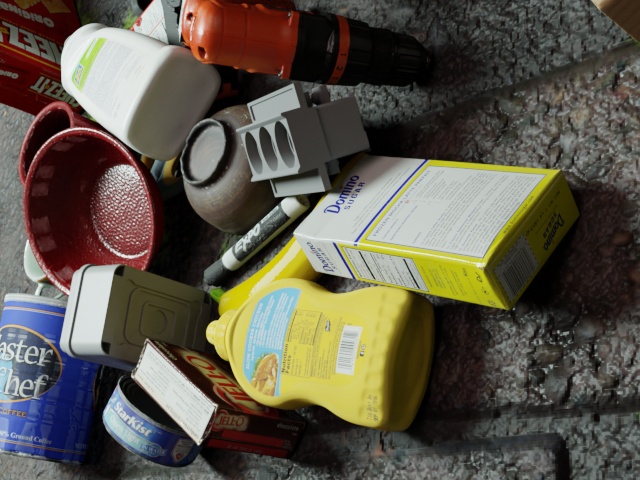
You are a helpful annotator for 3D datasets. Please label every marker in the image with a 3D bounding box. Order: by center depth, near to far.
[{"bbox_3d":[-0.056,0.001,0.890,0.121,0.020,0.020,-40,50,27],"label":"marker"}]

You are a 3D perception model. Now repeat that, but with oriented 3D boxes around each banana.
[{"bbox_3d":[-0.024,0.012,0.841,0.198,0.037,0.070,-40,52,27],"label":"banana"}]

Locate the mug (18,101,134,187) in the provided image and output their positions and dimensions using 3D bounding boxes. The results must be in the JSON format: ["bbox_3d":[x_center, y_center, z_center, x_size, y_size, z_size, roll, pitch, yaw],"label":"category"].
[{"bbox_3d":[-0.247,-0.071,1.064,0.117,0.081,0.093,-55,45,14],"label":"mug"}]

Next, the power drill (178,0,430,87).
[{"bbox_3d":[-0.027,-0.162,0.845,0.188,0.184,0.057,-142,61,-65],"label":"power drill"}]

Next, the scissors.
[{"bbox_3d":[-0.158,-0.024,1.006,0.096,0.016,0.202,10,82,46],"label":"scissors"}]

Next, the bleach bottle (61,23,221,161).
[{"bbox_3d":[-0.187,-0.160,1.008,0.102,0.068,0.251,-58,38,5],"label":"bleach bottle"}]

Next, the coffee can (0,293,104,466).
[{"bbox_3d":[-0.252,0.128,0.977,0.103,0.102,0.140,-2,73,45],"label":"coffee can"}]

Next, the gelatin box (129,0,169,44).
[{"bbox_3d":[-0.155,-0.202,1.062,0.089,0.030,0.073,-44,50,25],"label":"gelatin box"}]

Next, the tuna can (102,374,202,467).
[{"bbox_3d":[-0.131,0.145,0.862,0.086,0.086,0.034,40,105,46],"label":"tuna can"}]

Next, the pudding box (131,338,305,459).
[{"bbox_3d":[-0.079,0.121,0.815,0.114,0.089,0.039,29,96,47],"label":"pudding box"}]

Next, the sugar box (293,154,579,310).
[{"bbox_3d":[0.074,-0.010,0.722,0.177,0.048,0.093,8,48,49],"label":"sugar box"}]

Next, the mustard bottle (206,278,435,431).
[{"bbox_3d":[-0.011,0.077,0.776,0.192,0.058,0.096,4,79,40],"label":"mustard bottle"}]

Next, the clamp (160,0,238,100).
[{"bbox_3d":[-0.128,-0.227,0.979,0.165,0.036,0.210,-11,96,55],"label":"clamp"}]

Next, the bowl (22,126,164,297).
[{"bbox_3d":[-0.196,-0.024,0.975,0.162,0.055,0.162,6,101,32],"label":"bowl"}]

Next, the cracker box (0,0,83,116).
[{"bbox_3d":[-0.345,-0.241,1.170,0.072,0.163,0.214,-45,48,26],"label":"cracker box"}]
